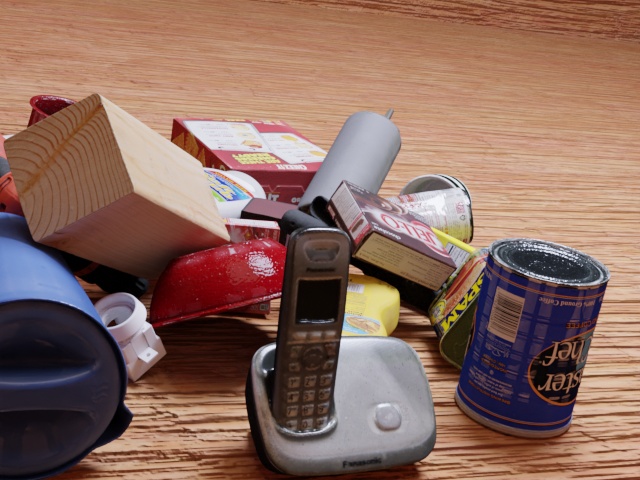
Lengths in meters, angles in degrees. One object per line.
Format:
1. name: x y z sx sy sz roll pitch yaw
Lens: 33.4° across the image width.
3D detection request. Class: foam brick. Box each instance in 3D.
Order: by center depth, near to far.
1. foam brick: -0.057 0.001 1.110 0.053 0.078 0.051 12 22 7

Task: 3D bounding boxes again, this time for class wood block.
1. wood block: -0.164 -0.037 0.897 0.091 0.090 0.206 -25 -16 10

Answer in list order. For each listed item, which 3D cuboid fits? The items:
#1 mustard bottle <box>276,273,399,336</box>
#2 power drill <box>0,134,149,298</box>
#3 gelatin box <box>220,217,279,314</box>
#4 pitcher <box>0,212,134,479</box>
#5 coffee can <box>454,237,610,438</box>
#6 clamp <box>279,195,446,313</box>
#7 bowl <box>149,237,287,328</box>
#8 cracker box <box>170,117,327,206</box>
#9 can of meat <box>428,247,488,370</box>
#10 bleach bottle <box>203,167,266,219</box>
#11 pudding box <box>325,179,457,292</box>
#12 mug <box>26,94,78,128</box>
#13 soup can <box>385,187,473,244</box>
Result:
1. mustard bottle: 0.013 0.086 0.934 0.096 0.058 0.191 5 19 9
2. power drill: -0.257 -0.026 1.008 0.188 0.057 0.184 33 -10 46
3. gelatin box: -0.081 0.024 1.017 0.073 0.089 0.030 5 14 -11
4. pitcher: -0.239 0.058 0.790 0.144 0.149 0.243 -18 25 -15
5. coffee can: 0.178 0.081 0.906 0.102 0.140 0.103 8 20 -3
6. clamp: 0.055 0.020 1.072 0.210 0.036 0.164 35 13 11
7. bowl: -0.082 0.034 0.932 0.162 0.055 0.162 -13 -2 -1
8. cracker box: -0.084 -0.095 1.372 0.163 0.072 0.214 -1 23 -27
9. can of meat: 0.150 0.063 1.002 0.057 0.102 0.084 34 12 -15
10. bleach bottle: -0.126 -0.043 1.132 0.102 0.068 0.250 34 17 11
11. pudding box: 0.068 -0.004 1.034 0.113 0.039 0.090 21 24 -31
12. mug: -0.308 -0.120 1.306 0.117 0.081 0.093 9 24 -30
13. soup can: 0.119 -0.021 1.232 0.102 0.068 0.068 -8 22 -6
